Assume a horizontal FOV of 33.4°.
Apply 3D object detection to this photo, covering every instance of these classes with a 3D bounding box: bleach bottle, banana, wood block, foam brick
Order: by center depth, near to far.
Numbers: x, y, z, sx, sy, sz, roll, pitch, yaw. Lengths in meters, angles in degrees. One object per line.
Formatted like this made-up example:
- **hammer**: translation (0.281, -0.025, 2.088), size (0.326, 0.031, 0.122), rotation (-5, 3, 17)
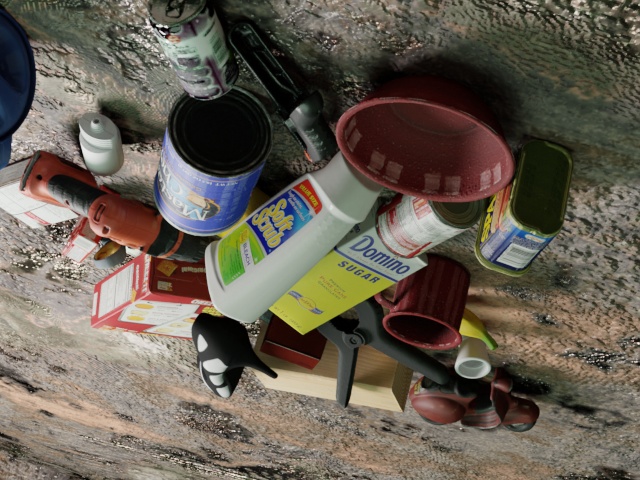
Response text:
- **bleach bottle**: translation (-0.019, -0.021, 1.097), size (0.068, 0.102, 0.251), rotation (24, 129, -34)
- **banana**: translation (0.133, 0.108, 1.332), size (0.037, 0.069, 0.198), rotation (-15, -176, -38)
- **foam brick**: translation (-0.034, 0.129, 1.403), size (0.078, 0.051, 0.053), rotation (20, 155, -5)
- **wood block**: translation (0.019, 0.165, 1.478), size (0.206, 0.090, 0.090), rotation (7, 153, 20)

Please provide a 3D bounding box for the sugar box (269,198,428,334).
- **sugar box**: translation (0.021, 0.032, 1.186), size (0.176, 0.048, 0.093), rotation (-30, 132, 25)

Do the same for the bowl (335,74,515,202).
- **bowl**: translation (0.098, -0.099, 0.950), size (0.162, 0.055, 0.162), rotation (14, 154, 7)

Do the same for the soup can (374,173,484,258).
- **soup can**: translation (0.108, -0.028, 1.069), size (0.068, 0.068, 0.102), rotation (27, 152, -18)

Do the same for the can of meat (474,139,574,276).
- **can of meat**: translation (0.187, -0.031, 0.977), size (0.057, 0.102, 0.084), rotation (19, 152, -5)

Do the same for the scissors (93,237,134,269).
- **scissors**: translation (-0.246, -0.006, 1.339), size (0.202, 0.096, 0.016), rotation (-124, 9, -73)

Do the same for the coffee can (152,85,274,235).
- **coffee can**: translation (-0.109, -0.078, 1.066), size (0.102, 0.102, 0.140), rotation (20, 154, -6)

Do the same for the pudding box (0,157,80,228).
- **pudding box**: translation (-0.358, -0.058, 1.334), size (0.114, 0.039, 0.090), rotation (-12, 141, 43)

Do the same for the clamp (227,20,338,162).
- **clamp**: translation (-0.017, -0.115, 0.961), size (0.120, 0.039, 0.171), rotation (54, -178, 36)

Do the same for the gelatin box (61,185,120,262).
- **gelatin box**: translation (-0.286, -0.019, 1.324), size (0.030, 0.073, 0.089), rotation (28, 153, -17)

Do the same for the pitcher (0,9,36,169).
- **pitcher**: translation (-0.412, -0.155, 1.068), size (0.243, 0.149, 0.144), rotation (5, 166, 31)

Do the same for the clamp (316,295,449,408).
- **clamp**: translation (0.043, 0.123, 1.346), size (0.165, 0.036, 0.210), rotation (-27, 108, 32)

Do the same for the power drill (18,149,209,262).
- **power drill**: translation (-0.233, -0.035, 1.205), size (0.188, 0.057, 0.184), rotation (24, 178, 32)

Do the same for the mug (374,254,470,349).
- **mug**: translation (0.116, 0.065, 1.231), size (0.117, 0.081, 0.093), rotation (22, 154, -11)

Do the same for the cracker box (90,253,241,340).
- **cracker box**: translation (-0.189, 0.073, 1.410), size (0.164, 0.072, 0.214), rotation (11, 159, -29)
